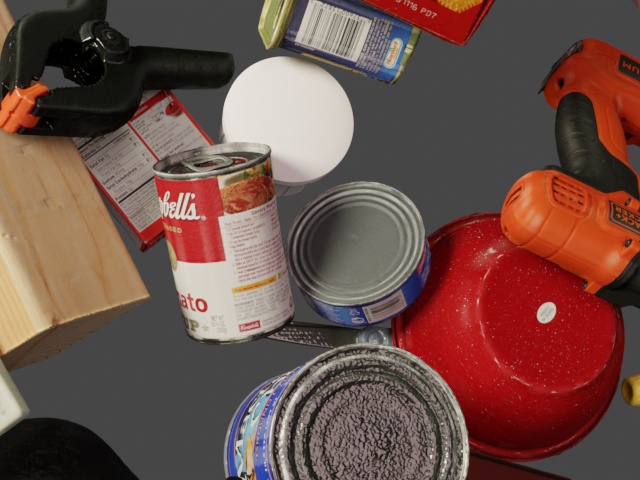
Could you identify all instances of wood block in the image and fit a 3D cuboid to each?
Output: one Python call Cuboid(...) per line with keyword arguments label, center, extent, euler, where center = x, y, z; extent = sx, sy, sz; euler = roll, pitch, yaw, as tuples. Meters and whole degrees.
Cuboid(label="wood block", center=(-0.192, -0.035, 0.579), extent=(0.090, 0.091, 0.206), euler=(-17, 79, -60))

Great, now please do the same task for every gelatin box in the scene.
Cuboid(label="gelatin box", center=(-0.107, -0.050, 0.653), extent=(0.073, 0.030, 0.089), euler=(-39, 88, -17))

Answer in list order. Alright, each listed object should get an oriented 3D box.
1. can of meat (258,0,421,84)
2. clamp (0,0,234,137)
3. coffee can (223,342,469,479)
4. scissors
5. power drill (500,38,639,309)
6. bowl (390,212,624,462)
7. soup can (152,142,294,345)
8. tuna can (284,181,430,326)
Cuboid(label="can of meat", center=(0.011, -0.139, 0.666), extent=(0.084, 0.102, 0.057), euler=(17, 106, -12))
Cuboid(label="clamp", center=(-0.117, -0.101, 0.607), extent=(0.120, 0.039, 0.171), euler=(32, 42, -8))
Cuboid(label="coffee can", center=(0.008, 0.115, 0.584), extent=(0.102, 0.140, 0.103), euler=(3, 77, -13))
Cuboid(label="scissors", center=(0.046, 0.049, 0.674), extent=(0.201, 0.016, 0.096), euler=(23, 71, -8))
Cuboid(label="power drill", center=(0.204, -0.034, 0.672), extent=(0.184, 0.057, 0.187), euler=(25, 44, -11))
Cuboid(label="bowl", center=(0.128, 0.052, 0.657), extent=(0.162, 0.055, 0.162), euler=(5, 73, -15))
Cuboid(label="soup can", center=(-0.054, 0.001, 0.615), extent=(0.068, 0.069, 0.102), euler=(-14, 109, -17))
Cuboid(label="tuna can", center=(0.024, 0.009, 0.649), extent=(0.086, 0.033, 0.086), euler=(-7, 58, 12))
